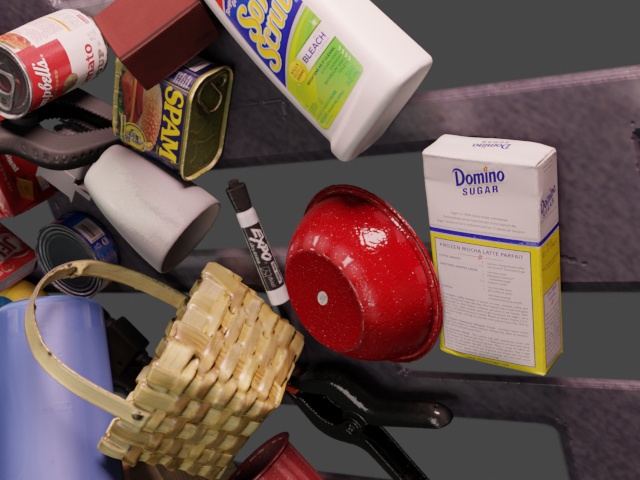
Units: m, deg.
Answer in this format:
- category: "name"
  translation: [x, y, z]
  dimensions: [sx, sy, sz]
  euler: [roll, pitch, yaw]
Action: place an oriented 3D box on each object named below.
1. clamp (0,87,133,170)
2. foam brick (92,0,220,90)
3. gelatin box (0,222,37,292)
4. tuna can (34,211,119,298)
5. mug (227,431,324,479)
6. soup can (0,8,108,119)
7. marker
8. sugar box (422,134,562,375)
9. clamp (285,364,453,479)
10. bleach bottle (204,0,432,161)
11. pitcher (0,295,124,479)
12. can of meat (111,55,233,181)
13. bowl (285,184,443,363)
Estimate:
- category: "clamp"
  translation: [-0.269, -0.098, 0.939]
  dimensions: [0.209, 0.164, 0.036]
  euler: [12, 140, -12]
- category: "foam brick"
  translation: [-0.129, -0.168, 0.842]
  dimensions: [0.051, 0.078, 0.053]
  euler: [52, 178, 25]
- category: "gelatin box"
  translation: [-0.351, 0.020, 1.115]
  dimensions: [0.073, 0.089, 0.030]
  euler: [38, 130, 9]
- category: "tuna can"
  translation: [-0.245, 0.015, 1.077]
  dimensions: [0.086, 0.033, 0.086]
  euler: [17, 125, 25]
- category: "mug"
  translation: [-0.043, 0.250, 1.054]
  dimensions: [0.081, 0.093, 0.117]
  euler: [48, 160, -6]
- category: "soup can"
  translation: [-0.242, -0.155, 0.926]
  dimensions: [0.069, 0.102, 0.068]
  euler: [17, 125, 25]
- category: "marker"
  translation: [-0.056, 0.001, 0.950]
  dimensions: [0.020, 0.020, 0.121]
  euler: [-7, 112, 37]
- category: "sugar box"
  translation: [0.133, 0.010, 0.810]
  dimensions: [0.093, 0.048, 0.176]
  euler: [10, 119, 32]
- category: "clamp"
  translation: [0.044, 0.156, 0.962]
  dimensions: [0.171, 0.039, 0.120]
  euler: [31, 129, 15]
- category: "bleach bottle"
  translation: [-0.038, -0.180, 0.801]
  dimensions: [0.251, 0.068, 0.103]
  euler: [43, 132, 8]
- category: "pitcher"
  translation: [-0.268, 0.182, 1.036]
  dimensions: [0.145, 0.149, 0.243]
  euler: [-13, 75, 23]
- category: "can of meat"
  translation: [-0.127, -0.115, 0.904]
  dimensions: [0.084, 0.057, 0.102]
  euler: [29, 129, 20]
- category: "bowl"
  translation: [0.022, 0.038, 0.868]
  dimensions: [0.162, 0.055, 0.162]
  euler: [30, 134, 37]
